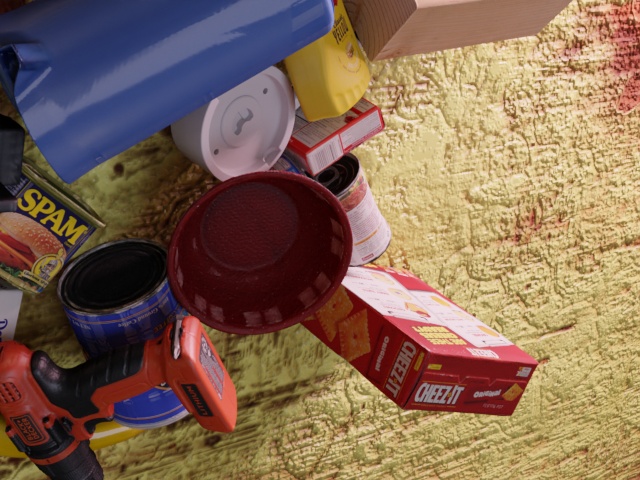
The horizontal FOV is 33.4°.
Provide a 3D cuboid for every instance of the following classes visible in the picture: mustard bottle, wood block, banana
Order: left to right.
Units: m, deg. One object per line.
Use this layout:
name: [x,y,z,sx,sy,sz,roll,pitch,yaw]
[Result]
banana: [-0.246,0.174,0.977,0.070,0.037,0.197,-35,148,32]
mustard bottle: [-0.016,-0.205,0.910,0.191,0.058,0.096,67,31,-27]
wood block: [0.131,-0.237,0.982,0.205,0.090,0.091,-14,165,-31]

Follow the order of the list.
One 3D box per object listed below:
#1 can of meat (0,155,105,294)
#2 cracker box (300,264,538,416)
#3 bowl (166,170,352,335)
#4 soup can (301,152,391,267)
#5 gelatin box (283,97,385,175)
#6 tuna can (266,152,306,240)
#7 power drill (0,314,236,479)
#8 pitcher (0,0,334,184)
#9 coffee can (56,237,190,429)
can of meat: [-0.242,-0.014,0.869,0.084,0.058,0.102,-48,136,-1]
cracker box: [0.084,0.094,1.073,0.163,0.214,0.072,10,108,-41]
bowl: [-0.056,0.001,0.924,0.162,0.055,0.162,-7,122,-12]
soup can: [0.024,-0.030,1.057,0.068,0.069,0.102,-40,133,-12]
gelatin box: [0.004,-0.105,0.994,0.089,0.073,0.030,-35,132,-18]
tuna can: [-0.033,-0.039,0.995,0.033,0.086,0.086,-33,131,-17]
power drill: [-0.169,0.143,0.897,0.188,0.057,0.184,-15,129,8]
pitcher: [-0.117,-0.151,0.804,0.242,0.149,0.145,-27,124,-4]
coffee can: [-0.164,0.084,0.954,0.102,0.103,0.140,-29,129,-21]
